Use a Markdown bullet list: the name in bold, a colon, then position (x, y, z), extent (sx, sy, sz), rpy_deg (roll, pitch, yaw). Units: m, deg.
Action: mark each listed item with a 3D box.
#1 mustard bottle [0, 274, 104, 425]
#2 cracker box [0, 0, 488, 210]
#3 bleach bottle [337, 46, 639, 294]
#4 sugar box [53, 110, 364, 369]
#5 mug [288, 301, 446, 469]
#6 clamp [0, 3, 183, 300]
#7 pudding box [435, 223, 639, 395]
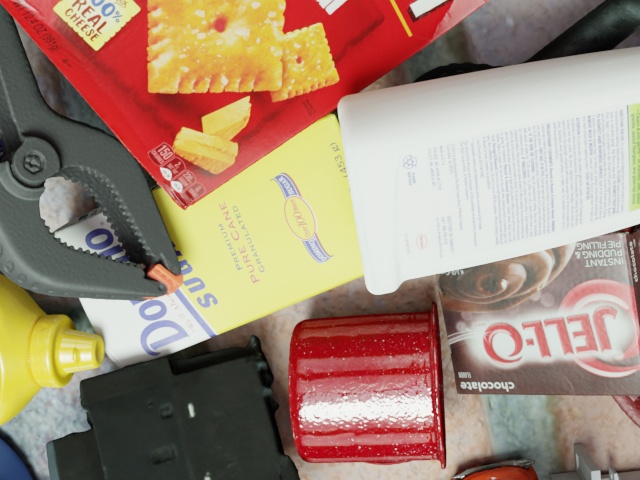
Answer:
- **mustard bottle**: position (-0.217, 0.062, 0.610), extent (0.192, 0.058, 0.096), rpy_deg (0, 103, 10)
- **cracker box**: position (-0.031, -0.135, 0.521), extent (0.214, 0.072, 0.164), rpy_deg (-34, 132, 3)
- **bleach bottle**: position (0.139, -0.043, 0.527), extent (0.251, 0.068, 0.102), rpy_deg (-9, 124, 3)
- **sugar box**: position (-0.054, 0.001, 0.609), extent (0.176, 0.048, 0.093), rpy_deg (-24, 100, 6)
- **mug**: position (0.029, 0.091, 0.610), extent (0.081, 0.093, 0.117), rpy_deg (-4, 137, 8)
- **clamp**: position (-0.152, -0.046, 0.544), extent (0.209, 0.036, 0.164), rpy_deg (35, 64, -24)
- **pudding box**: position (0.125, 0.038, 0.591), extent (0.114, 0.039, 0.090), rpy_deg (-4, 102, 34)
